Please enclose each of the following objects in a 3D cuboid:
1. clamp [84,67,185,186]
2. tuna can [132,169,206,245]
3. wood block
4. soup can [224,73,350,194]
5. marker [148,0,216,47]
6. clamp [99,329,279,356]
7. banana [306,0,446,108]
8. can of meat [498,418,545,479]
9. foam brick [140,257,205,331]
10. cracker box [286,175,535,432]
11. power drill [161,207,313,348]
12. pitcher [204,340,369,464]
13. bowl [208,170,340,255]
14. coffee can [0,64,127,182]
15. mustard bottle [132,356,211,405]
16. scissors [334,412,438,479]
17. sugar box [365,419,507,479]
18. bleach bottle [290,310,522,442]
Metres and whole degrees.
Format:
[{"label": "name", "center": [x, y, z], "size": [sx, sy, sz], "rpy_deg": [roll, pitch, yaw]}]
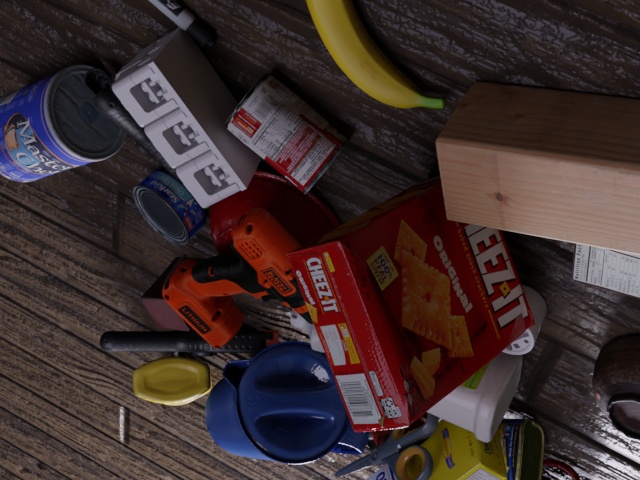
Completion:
[{"label": "clamp", "center": [-0.178, -0.112, 1.096], "size": [0.171, 0.039, 0.120], "rpy_deg": [47, -174, -34]}, {"label": "tuna can", "center": [-0.169, -0.037, 1.199], "size": [0.086, 0.033, 0.086], "rpy_deg": [35, 152, 21]}, {"label": "wood block", "center": [0.209, -0.058, 0.861], "size": [0.206, 0.090, 0.091], "rpy_deg": [12, 137, 28]}, {"label": "soup can", "center": [-0.032, -0.102, 1.016], "size": [0.102, 0.068, 0.069], "rpy_deg": [39, 142, -3]}, {"label": "marker", "center": [-0.148, -0.226, 1.016], "size": [0.121, 0.020, 0.020], "rpy_deg": [41, 142, -5]}, {"label": "clamp", "center": [-0.144, 0.125, 1.325], "size": [0.210, 0.164, 0.036], "rpy_deg": [-1, 85, 17]}, {"label": "banana", "center": [0.031, -0.184, 0.914], "size": [0.070, 0.037, 0.197], "rpy_deg": [-26, 114, 30]}, {"label": "can of meat", "center": [0.195, 0.245, 1.174], "size": [0.084, 0.102, 0.057], "rpy_deg": [-8, 154, 38]}, {"label": "foam brick", "center": [-0.166, 0.065, 1.281], "size": [0.053, 0.078, 0.051], "rpy_deg": [2, 129, 36]}, {"label": "cracker box", "center": [0.087, 0.044, 0.926], "size": [0.072, 0.213, 0.164], "rpy_deg": [-14, 100, 45]}, {"label": "power drill", "center": [-0.062, 0.058, 1.114], "size": [0.188, 0.057, 0.184], "rpy_deg": [-22, 117, 43]}, {"label": "pitcher", "center": [-0.053, 0.204, 1.266], "size": [0.149, 0.144, 0.243], "rpy_deg": [70, 160, 6]}, {"label": "bowl", "center": [-0.057, 0.001, 1.138], "size": [0.162, 0.055, 0.162], "rpy_deg": [18, 142, 14]}, {"label": "coffee can", "center": [-0.291, -0.125, 1.161], "size": [0.141, 0.102, 0.102], "rpy_deg": [-10, 123, 43]}, {"label": "mustard bottle", "center": [-0.192, 0.187, 1.404], "size": [0.096, 0.058, 0.192], "rpy_deg": [-6, 171, -6]}, {"label": "scissors", "center": [0.071, 0.251, 1.176], "size": [0.016, 0.096, 0.202], "rpy_deg": [18, 133, -24]}, {"label": "sugar box", "center": [0.120, 0.256, 1.151], "size": [0.048, 0.093, 0.176], "rpy_deg": [33, 120, -24]}, {"label": "bleach bottle", "center": [0.080, 0.122, 1.132], "size": [0.251, 0.102, 0.068], "rpy_deg": [18, 136, 21]}]
